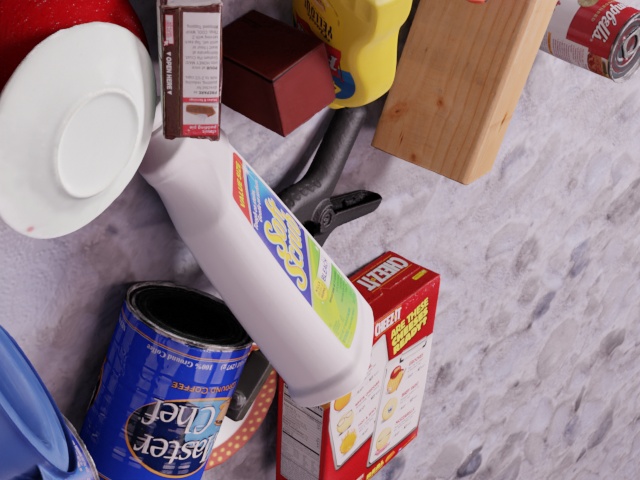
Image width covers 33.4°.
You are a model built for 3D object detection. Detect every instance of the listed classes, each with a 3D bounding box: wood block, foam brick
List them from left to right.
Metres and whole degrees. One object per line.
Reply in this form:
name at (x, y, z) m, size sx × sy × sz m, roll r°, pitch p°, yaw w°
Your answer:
foam brick at (-0.036, -0.118, 0.747) m, size 0.053 × 0.078 × 0.051 m, roll -38°, pitch 139°, yaw -24°
wood block at (0.127, -0.161, 0.874) m, size 0.090 × 0.090 × 0.206 m, roll -28°, pitch 140°, yaw -64°

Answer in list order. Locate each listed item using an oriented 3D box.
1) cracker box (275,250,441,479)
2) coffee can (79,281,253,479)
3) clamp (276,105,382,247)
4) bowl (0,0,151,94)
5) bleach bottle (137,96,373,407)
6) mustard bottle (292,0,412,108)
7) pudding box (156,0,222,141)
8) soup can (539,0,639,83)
cracker box at (0.032, 0.139, 1.022) m, size 0.163 × 0.072 × 0.214 m, roll -33°, pitch 138°, yaw -41°
coffee can at (-0.119, 0.116, 0.809) m, size 0.102 × 0.103 × 0.140 m, roll 1°, pitch 116°, yaw -50°
clamp at (-0.006, -0.034, 0.871) m, size 0.171 × 0.039 × 0.120 m, roll -45°, pitch 137°, yaw -37°
bowl at (-0.150, -0.090, 0.629) m, size 0.161 × 0.055 × 0.162 m, roll -43°, pitch 147°, yaw -37°
bleach bottle at (-0.055, 0.001, 0.759) m, size 0.068 × 0.102 × 0.250 m, roll -25°, pitch 120°, yaw 25°
mustard bottle at (0.016, -0.150, 0.758) m, size 0.058 × 0.096 × 0.192 m, roll -33°, pitch 162°, yaw -15°
pudding box at (-0.080, -0.127, 0.664) m, size 0.039 × 0.113 × 0.090 m, roll 0°, pitch 125°, yaw -5°
soup can at (0.249, -0.197, 0.997) m, size 0.068 × 0.102 × 0.068 m, roll -29°, pitch 136°, yaw -32°
